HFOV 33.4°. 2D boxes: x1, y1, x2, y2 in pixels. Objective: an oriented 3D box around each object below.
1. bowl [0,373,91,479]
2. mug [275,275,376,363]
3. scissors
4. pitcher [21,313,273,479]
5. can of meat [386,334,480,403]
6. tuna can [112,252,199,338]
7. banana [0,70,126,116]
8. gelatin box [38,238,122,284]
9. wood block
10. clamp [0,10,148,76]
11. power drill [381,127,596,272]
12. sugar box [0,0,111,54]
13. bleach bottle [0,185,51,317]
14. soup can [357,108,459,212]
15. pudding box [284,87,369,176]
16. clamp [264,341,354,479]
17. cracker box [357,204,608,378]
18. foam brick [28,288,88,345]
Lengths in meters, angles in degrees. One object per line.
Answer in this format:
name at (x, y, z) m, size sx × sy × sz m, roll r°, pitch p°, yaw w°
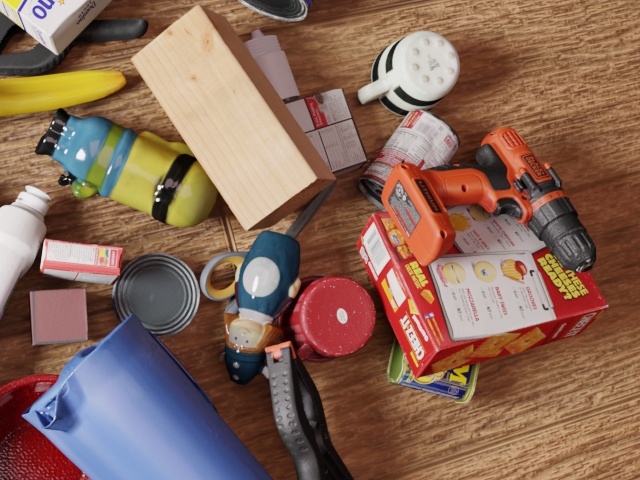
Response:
bowl at (-0.262, 0.211, 1.011) m, size 0.161 × 0.055 × 0.162 m, roll 9°, pitch 66°, yaw -22°
mug at (0.000, 0.088, 1.097) m, size 0.093 × 0.082 × 0.117 m, roll 47°, pitch 74°, yaw -6°
scissors at (-0.057, 0.001, 1.114) m, size 0.096 × 0.016 × 0.201 m, roll 34°, pitch 75°, yaw -32°
pitcher at (-0.138, 0.190, 0.979) m, size 0.243 × 0.145 × 0.149 m, roll 48°, pitch 68°, yaw -5°
can of meat at (0.124, 0.115, 1.143) m, size 0.084 × 0.057 × 0.102 m, roll 16°, pitch 79°, yaw -11°
tuna can at (-0.167, 0.056, 1.079) m, size 0.086 × 0.034 × 0.086 m, roll 2°, pitch 83°, yaw -16°
banana at (-0.283, -0.143, 1.041) m, size 0.197 × 0.070 × 0.037 m, roll -15°, pitch 99°, yaw -48°
gelatin box at (-0.234, 0.021, 1.035) m, size 0.073 × 0.089 × 0.030 m, roll 7°, pitch 80°, yaw -15°
wood block at (-0.085, -0.120, 1.064) m, size 0.090 × 0.090 × 0.206 m, roll -36°, pitch 85°, yaw 13°
clamp at (-0.263, -0.213, 1.078) m, size 0.120 × 0.039 × 0.171 m, roll 43°, pitch 78°, yaw 8°
power drill at (0.170, -0.029, 1.081) m, size 0.187 × 0.057 × 0.184 m, roll -11°, pitch 55°, yaw -30°
sugar box at (-0.296, -0.271, 1.049) m, size 0.176 × 0.048 × 0.093 m, roll 36°, pitch 74°, yaw 11°
bleach bottle at (-0.328, 0.063, 1.010) m, size 0.068 × 0.103 × 0.250 m, roll 30°, pitch 70°, yaw -16°
soup can at (0.096, -0.083, 1.151) m, size 0.068 × 0.069 × 0.102 m, roll 39°, pitch 75°, yaw -8°
pudding box at (-0.015, -0.106, 1.138) m, size 0.113 × 0.039 × 0.090 m, roll -19°, pitch 89°, yaw -14°
clamp at (-0.011, 0.203, 1.033) m, size 0.036 × 0.164 × 0.210 m, roll -17°, pitch 100°, yaw 14°
cracker box at (0.165, 0.038, 1.113) m, size 0.213 × 0.072 × 0.164 m, roll -11°, pitch 61°, yaw -26°
foam brick at (-0.254, 0.074, 1.030) m, size 0.051 × 0.078 × 0.053 m, roll -3°, pitch 87°, yaw -17°
